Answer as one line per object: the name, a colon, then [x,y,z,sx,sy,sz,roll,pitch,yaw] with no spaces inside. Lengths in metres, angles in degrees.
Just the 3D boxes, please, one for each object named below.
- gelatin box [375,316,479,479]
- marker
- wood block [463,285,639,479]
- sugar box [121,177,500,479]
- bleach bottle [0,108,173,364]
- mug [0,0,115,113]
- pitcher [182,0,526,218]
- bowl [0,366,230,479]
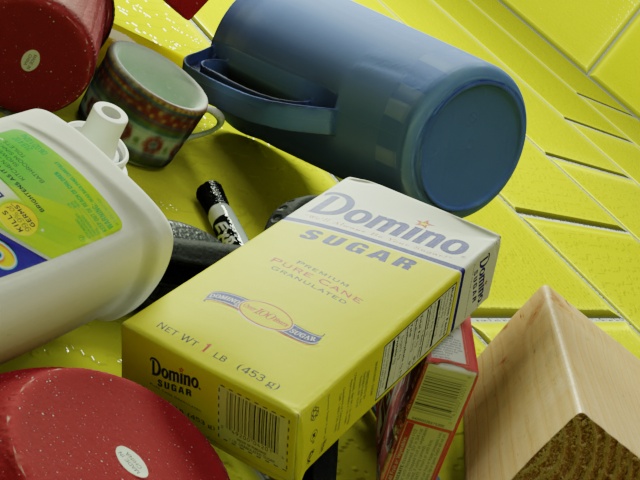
gelatin box: [0.052,0.078,0.553,0.030,0.089,0.073,14,30,-5]
marker: [-0.054,0.001,0.675,0.020,0.020,0.121,19,27,-37]
wood block: [0.143,0.114,0.622,0.091,0.090,0.206,38,16,-4]
sugar box: [0.002,0.031,0.490,0.093,0.048,0.175,24,38,25]
bleach bottle: [-0.164,0.023,0.381,0.102,0.068,0.250,43,32,8]
mug: [-0.190,-0.132,0.664,0.117,0.093,0.081,3,35,-8]
pitcher: [0.021,-0.102,0.770,0.243,0.149,0.145,33,-12,48]
bowl: [-0.083,0.097,0.387,0.162,0.055,0.162,31,22,-15]
